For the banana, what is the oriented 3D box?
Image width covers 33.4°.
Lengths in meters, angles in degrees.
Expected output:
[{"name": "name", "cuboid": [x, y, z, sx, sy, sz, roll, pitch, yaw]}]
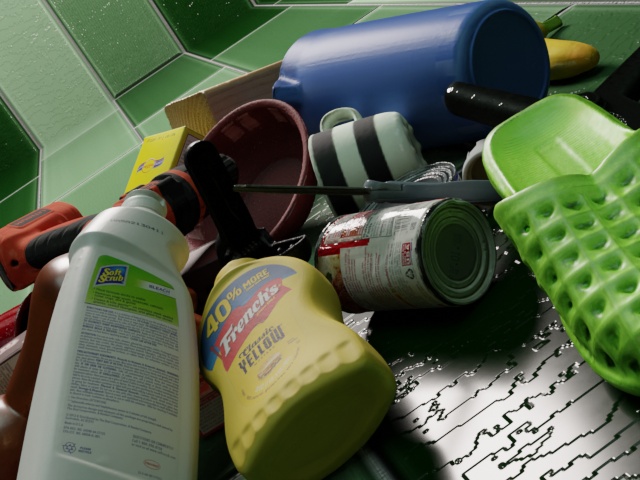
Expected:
[{"name": "banana", "cuboid": [0.199, -0.176, 0.968, 0.070, 0.037, 0.197, -29, 18, 13]}]

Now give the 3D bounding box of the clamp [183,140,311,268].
[{"name": "clamp", "cuboid": [-0.055, 0.001, 0.776, 0.039, 0.120, 0.171, -31, -18, -19]}]

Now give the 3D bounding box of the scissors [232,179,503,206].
[{"name": "scissors", "cuboid": [0.055, -0.032, 0.684, 0.201, 0.016, 0.096, 1, -1, -30]}]

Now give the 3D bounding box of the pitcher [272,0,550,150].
[{"name": "pitcher", "cuboid": [0.088, -0.140, 0.945, 0.243, 0.145, 0.149, 0, 49, 54]}]

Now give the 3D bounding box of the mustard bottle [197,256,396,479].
[{"name": "mustard bottle", "cuboid": [-0.028, 0.061, 0.641, 0.096, 0.058, 0.192, -45, 30, 6]}]

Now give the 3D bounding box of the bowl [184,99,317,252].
[{"name": "bowl", "cuboid": [-0.056, -0.044, 0.965, 0.162, 0.055, 0.162, -20, 58, 35]}]

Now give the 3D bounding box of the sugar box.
[{"name": "sugar box", "cuboid": [-0.168, -0.021, 1.056, 0.094, 0.048, 0.176, -6, 60, 55]}]

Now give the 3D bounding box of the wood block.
[{"name": "wood block", "cuboid": [-0.048, -0.142, 1.137, 0.205, 0.090, 0.091, -27, 11, -33]}]

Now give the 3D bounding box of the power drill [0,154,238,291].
[{"name": "power drill", "cuboid": [-0.179, -0.017, 0.917, 0.188, 0.057, 0.184, -14, 14, 36]}]

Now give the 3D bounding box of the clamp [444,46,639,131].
[{"name": "clamp", "cuboid": [0.185, -0.084, 0.725, 0.164, 0.036, 0.210, -16, 28, 0]}]

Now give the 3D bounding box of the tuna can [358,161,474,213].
[{"name": "tuna can", "cuboid": [0.070, -0.020, 0.790, 0.086, 0.033, 0.086, -30, 18, 11]}]

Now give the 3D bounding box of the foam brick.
[{"name": "foam brick", "cuboid": [-0.082, 0.032, 0.884, 0.078, 0.053, 0.051, -27, 19, 21]}]

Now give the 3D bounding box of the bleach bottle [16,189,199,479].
[{"name": "bleach bottle", "cuboid": [-0.113, 0.066, 0.641, 0.251, 0.102, 0.068, -89, 25, -45]}]

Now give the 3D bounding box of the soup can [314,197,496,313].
[{"name": "soup can", "cuboid": [0.053, 0.011, 0.683, 0.102, 0.068, 0.068, -9, 30, 52]}]
